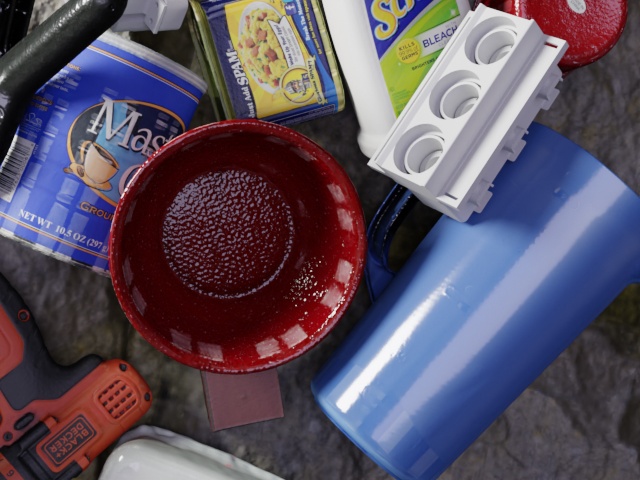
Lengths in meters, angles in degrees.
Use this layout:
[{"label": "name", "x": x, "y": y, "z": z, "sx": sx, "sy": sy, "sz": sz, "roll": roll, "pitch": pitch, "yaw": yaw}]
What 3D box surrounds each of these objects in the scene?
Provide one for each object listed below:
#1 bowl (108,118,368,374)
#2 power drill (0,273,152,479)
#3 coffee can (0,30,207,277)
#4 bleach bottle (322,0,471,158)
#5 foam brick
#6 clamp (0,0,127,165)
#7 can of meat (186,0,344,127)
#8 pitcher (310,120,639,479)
[{"label": "bowl", "x": -0.054, "y": 0.001, "z": 0.680, "sx": 0.162, "sy": 0.055, "sz": 0.162, "roll": -3, "pitch": 103, "yaw": -14}, {"label": "power drill", "x": -0.230, "y": 0.096, "z": 0.697, "sx": 0.184, "sy": 0.057, "sz": 0.187, "roll": -40, "pitch": 99, "yaw": -23}, {"label": "coffee can", "x": -0.148, "y": -0.059, "z": 0.695, "sx": 0.102, "sy": 0.103, "sz": 0.140, "roll": 23, "pitch": 89, "yaw": -9}, {"label": "bleach bottle", "x": 0.035, "y": -0.184, "z": 0.699, "sx": 0.102, "sy": 0.068, "sz": 0.251, "roll": -27, "pitch": 113, "yaw": -11}, {"label": "foam brick", "x": -0.058, "y": 0.086, "z": 0.739, "sx": 0.051, "sy": 0.053, "sz": 0.078, "roll": -10, "pitch": 93, "yaw": -8}, {"label": "clamp", "x": -0.205, "y": -0.104, "z": 0.669, "sx": 0.036, "sy": 0.165, "sz": 0.210, "roll": 25, "pitch": 110, "yaw": -40}, {"label": "can of meat", "x": -0.038, "y": -0.124, "z": 0.732, "sx": 0.084, "sy": 0.057, "sz": 0.102, "roll": -17, "pitch": 95, "yaw": -10}, {"label": "pitcher", "x": 0.101, "y": 0.040, "z": 0.731, "sx": 0.145, "sy": 0.149, "sz": 0.243, "roll": 42, "pitch": 89, "yaw": -23}]
